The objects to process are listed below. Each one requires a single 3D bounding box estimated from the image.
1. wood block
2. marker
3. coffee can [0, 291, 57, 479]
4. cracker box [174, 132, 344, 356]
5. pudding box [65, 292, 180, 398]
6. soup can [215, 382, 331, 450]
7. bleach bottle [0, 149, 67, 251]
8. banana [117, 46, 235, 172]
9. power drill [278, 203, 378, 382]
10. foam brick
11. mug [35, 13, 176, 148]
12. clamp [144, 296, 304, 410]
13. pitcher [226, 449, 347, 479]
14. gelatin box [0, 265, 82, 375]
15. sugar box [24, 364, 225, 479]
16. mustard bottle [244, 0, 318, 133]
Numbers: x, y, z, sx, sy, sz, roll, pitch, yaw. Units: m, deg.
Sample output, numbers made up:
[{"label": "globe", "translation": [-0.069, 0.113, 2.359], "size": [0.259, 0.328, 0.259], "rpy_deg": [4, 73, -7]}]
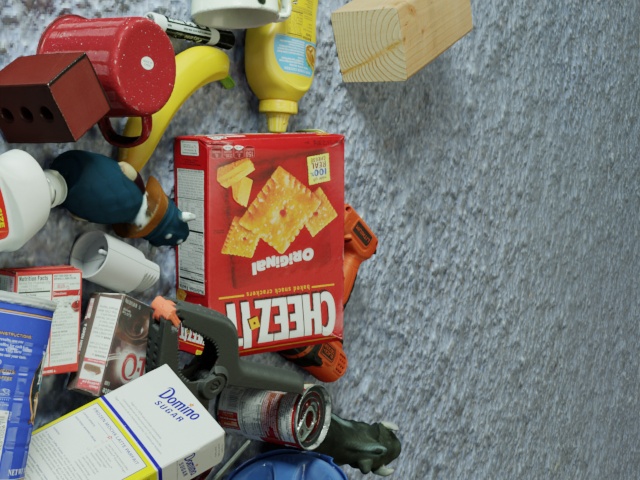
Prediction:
[{"label": "wood block", "translation": [0.107, -0.273, 1.333], "size": [0.205, 0.091, 0.090], "rpy_deg": [-43, 129, -49]}, {"label": "marker", "translation": [-0.123, -0.200, 1.022], "size": [0.120, 0.020, 0.020], "rpy_deg": [-1, 94, -56]}, {"label": "coffee can", "translation": [-0.253, 0.105, 0.765], "size": [0.102, 0.103, 0.140], "rpy_deg": [20, 76, -58]}, {"label": "cracker box", "translation": [-0.057, 0.001, 1.057], "size": [0.163, 0.072, 0.214], "rpy_deg": [-5, 99, -35]}, {"label": "pudding box", "translation": [-0.172, 0.101, 0.948], "size": [0.113, 0.039, 0.090], "rpy_deg": [38, 60, -63]}, {"label": "soup can", "translation": [-0.049, 0.177, 1.111], "size": [0.068, 0.102, 0.068], "rpy_deg": [-10, 102, -58]}, {"label": "bleach bottle", "translation": [-0.276, -0.029, 0.754], "size": [0.250, 0.068, 0.102], "rpy_deg": [-20, 111, -59]}, {"label": "banana", "translation": [-0.133, -0.134, 1.001], "size": [0.197, 0.037, 0.069], "rpy_deg": [-49, 132, -45]}, {"label": "power drill", "translation": [-0.003, 0.052, 1.222], "size": [0.184, 0.057, 0.187], "rpy_deg": [50, 55, -54]}, {"label": "foam brick", "translation": [-0.214, -0.111, 0.831], "size": [0.051, 0.078, 0.053], "rpy_deg": [-54, 134, -41]}, {"label": "mug", "translation": [-0.173, -0.132, 0.892], "size": [0.093, 0.082, 0.117], "rpy_deg": [-39, 126, -51]}, {"label": "clamp", "translation": [-0.111, 0.135, 0.977], "size": [0.164, 0.036, 0.210], "rpy_deg": [-46, 136, -14]}, {"label": "pitcher", "translation": [-0.032, 0.356, 1.125], "size": [0.145, 0.149, 0.243], "rpy_deg": [-120, -160, -56]}, {"label": "gelatin box", "translation": [-0.231, 0.065, 0.868], "size": [0.073, 0.030, 0.089], "rpy_deg": [-1, 95, -58]}, {"label": "sugar box", "translation": [-0.173, 0.176, 0.853], "size": [0.175, 0.093, 0.048], "rpy_deg": [-23, 139, -31]}, {"label": "mustard bottle", "translation": [-0.041, -0.209, 1.125], "size": [0.096, 0.058, 0.191], "rpy_deg": [-1, 94, -60]}]
